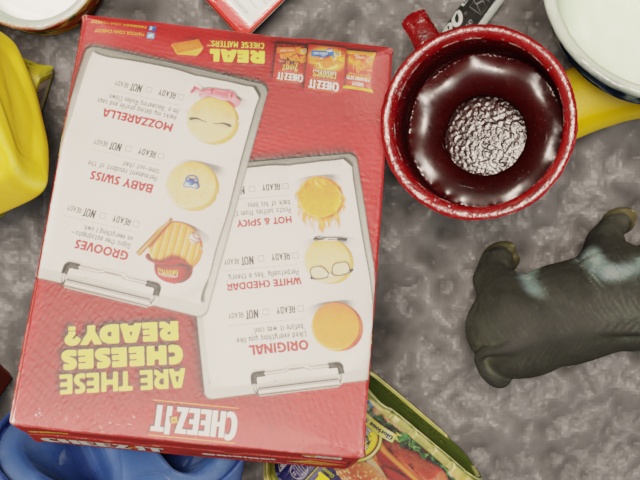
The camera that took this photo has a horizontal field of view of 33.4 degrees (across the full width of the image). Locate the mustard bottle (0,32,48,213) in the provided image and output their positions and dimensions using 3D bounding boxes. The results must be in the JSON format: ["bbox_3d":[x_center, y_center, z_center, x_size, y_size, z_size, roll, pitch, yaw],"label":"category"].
[{"bbox_3d":[-0.233,-0.033,0.531,0.192,0.058,0.096,-22,70,10],"label":"mustard bottle"}]

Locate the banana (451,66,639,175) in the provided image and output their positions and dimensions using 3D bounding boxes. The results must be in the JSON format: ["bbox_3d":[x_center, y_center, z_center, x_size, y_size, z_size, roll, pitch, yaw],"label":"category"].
[{"bbox_3d":[0.157,-0.067,0.594,0.198,0.037,0.069,-11,101,2],"label":"banana"}]

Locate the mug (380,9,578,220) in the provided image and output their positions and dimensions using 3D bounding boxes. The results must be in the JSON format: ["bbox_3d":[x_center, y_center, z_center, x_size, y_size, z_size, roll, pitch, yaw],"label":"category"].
[{"bbox_3d":[0.077,-0.065,0.543,0.093,0.081,0.117,-35,82,12],"label":"mug"}]

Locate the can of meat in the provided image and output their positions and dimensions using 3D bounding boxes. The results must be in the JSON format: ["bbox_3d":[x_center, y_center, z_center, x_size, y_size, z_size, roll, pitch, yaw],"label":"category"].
[{"bbox_3d":[0.032,0.137,0.632,0.102,0.057,0.084,41,97,-9],"label":"can of meat"}]

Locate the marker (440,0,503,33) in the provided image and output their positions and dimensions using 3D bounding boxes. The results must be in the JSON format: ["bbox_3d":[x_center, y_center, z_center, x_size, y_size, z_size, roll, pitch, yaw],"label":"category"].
[{"bbox_3d":[0.073,-0.108,0.592,0.020,0.020,0.121,35,100,-8],"label":"marker"}]

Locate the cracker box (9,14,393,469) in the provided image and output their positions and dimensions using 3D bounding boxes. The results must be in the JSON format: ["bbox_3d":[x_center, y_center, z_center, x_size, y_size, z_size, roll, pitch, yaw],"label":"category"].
[{"bbox_3d":[-0.054,0.001,0.545,0.164,0.072,0.213,6,72,-2],"label":"cracker box"}]
